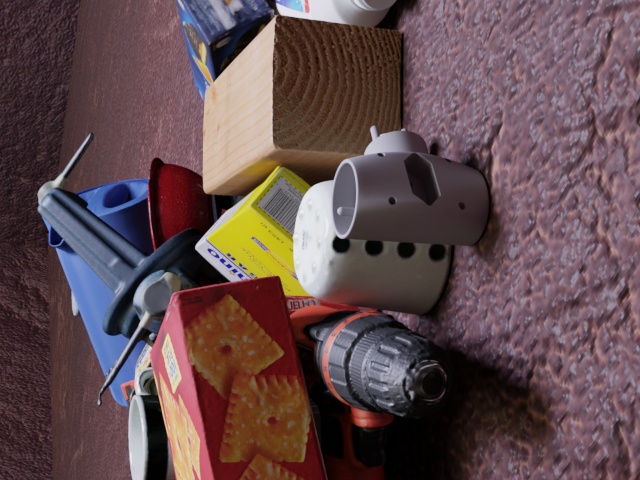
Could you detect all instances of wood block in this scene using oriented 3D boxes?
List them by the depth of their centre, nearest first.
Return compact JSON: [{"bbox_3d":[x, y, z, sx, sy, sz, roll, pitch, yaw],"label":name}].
[{"bbox_3d":[-0.021,-0.089,0.790,0.206,0.090,0.090,163,109,-70],"label":"wood block"}]

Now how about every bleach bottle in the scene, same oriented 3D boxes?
[{"bbox_3d":[0.000,-0.209,0.795,0.251,0.068,0.102,-136,49,-64],"label":"bleach bottle"}]

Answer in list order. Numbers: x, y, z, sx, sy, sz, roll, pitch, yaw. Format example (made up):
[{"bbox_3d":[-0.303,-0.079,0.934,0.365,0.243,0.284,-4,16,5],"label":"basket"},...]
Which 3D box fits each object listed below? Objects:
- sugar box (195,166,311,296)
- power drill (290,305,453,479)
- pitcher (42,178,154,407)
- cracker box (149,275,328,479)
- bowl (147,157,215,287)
[{"bbox_3d":[-0.031,0.008,0.797,0.048,0.093,0.176,-51,7,-22],"label":"sugar box"},{"bbox_3d":[0.032,0.131,0.598,0.185,0.057,0.188,-172,75,-72],"label":"power drill"},{"bbox_3d":[-0.205,0.055,1.199,0.145,0.149,0.243,-132,27,-68],"label":"pitcher"},{"bbox_3d":[-0.047,0.146,0.636,0.164,0.072,0.214,127,132,-68],"label":"cracker box"},{"bbox_3d":[-0.136,-0.012,1.125,0.162,0.055,0.162,-9,-90,-87],"label":"bowl"}]
